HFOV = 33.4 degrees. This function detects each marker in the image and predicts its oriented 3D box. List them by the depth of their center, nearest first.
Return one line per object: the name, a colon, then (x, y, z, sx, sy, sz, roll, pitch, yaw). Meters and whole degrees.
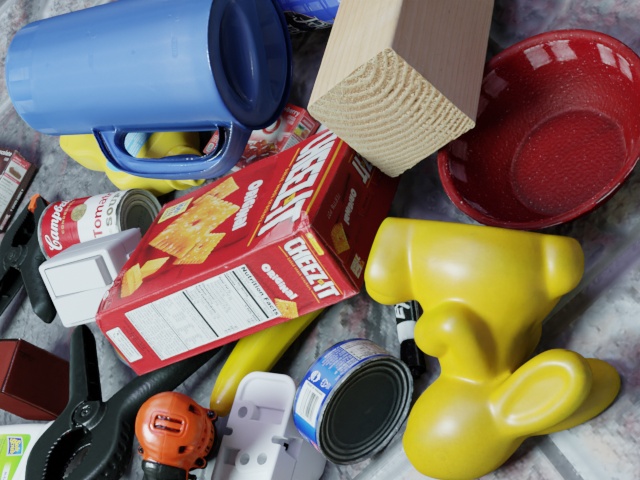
marker: (0.064, 0.048, 0.799, 0.020, 0.020, 0.121, -21, 54, 25)

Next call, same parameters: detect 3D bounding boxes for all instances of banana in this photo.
banana: (-0.018, 0.055, 0.830, 0.198, 0.037, 0.069, -45, 9, 7)

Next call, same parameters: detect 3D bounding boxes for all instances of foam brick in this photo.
foam brick: (-0.267, 0.126, 0.960, 0.051, 0.078, 0.053, -7, 59, 34)

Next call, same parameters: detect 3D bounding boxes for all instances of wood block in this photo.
wood block: (0.069, -0.163, 0.819, 0.090, 0.090, 0.206, -32, 32, 41)

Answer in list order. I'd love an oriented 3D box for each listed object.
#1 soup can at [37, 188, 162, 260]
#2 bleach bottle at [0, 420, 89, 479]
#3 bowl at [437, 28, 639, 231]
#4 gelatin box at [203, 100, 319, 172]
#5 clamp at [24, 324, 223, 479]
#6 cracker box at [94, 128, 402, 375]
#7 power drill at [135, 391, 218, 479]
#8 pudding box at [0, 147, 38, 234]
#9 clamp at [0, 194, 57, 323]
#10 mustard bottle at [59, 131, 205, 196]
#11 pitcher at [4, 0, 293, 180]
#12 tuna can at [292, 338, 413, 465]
soup can: (-0.203, -0.010, 0.997, 0.102, 0.068, 0.068, -7, 61, 32)
bleach bottle: (-0.280, 0.213, 0.931, 0.251, 0.068, 0.102, -11, 59, 29)
bowl: (0.167, -0.069, 0.765, 0.162, 0.055, 0.162, -18, 56, 28)
gelatin box: (-0.054, -0.093, 0.959, 0.089, 0.030, 0.073, 27, 83, 42)
clamp: (-0.169, 0.142, 0.853, 0.165, 0.036, 0.209, -10, 42, 29)
cracker box: (-0.055, 0.001, 0.829, 0.214, 0.072, 0.164, -23, 26, 30)
power drill: (-0.116, 0.205, 0.758, 0.057, 0.184, 0.187, 10, 75, 2)
pudding box: (-0.371, -0.059, 1.167, 0.114, 0.039, 0.090, 14, 73, 40)
clamp: (-0.300, 0.031, 1.052, 0.120, 0.039, 0.171, -21, 42, 17)
mustard bottle: (-0.170, -0.092, 1.025, 0.192, 0.058, 0.096, 30, 78, 43)
pitcher: (-0.157, -0.144, 0.941, 0.243, 0.145, 0.149, -2, 36, 29)
tuna can: (0.022, 0.112, 0.748, 0.034, 0.086, 0.086, 33, 86, 44)
